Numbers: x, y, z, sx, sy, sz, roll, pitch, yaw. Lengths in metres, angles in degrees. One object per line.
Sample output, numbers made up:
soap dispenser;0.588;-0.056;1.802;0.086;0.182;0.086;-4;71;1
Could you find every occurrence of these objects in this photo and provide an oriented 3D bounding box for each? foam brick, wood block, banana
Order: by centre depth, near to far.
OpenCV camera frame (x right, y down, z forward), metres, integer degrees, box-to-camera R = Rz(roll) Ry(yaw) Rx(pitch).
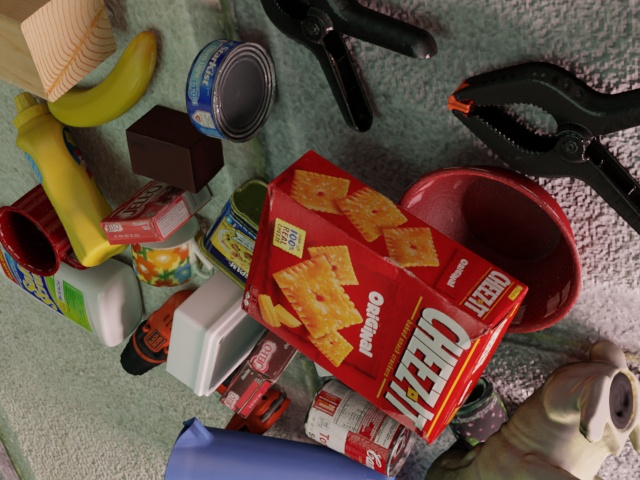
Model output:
wood block;-0.299;-0.216;0.983;0.206;0.090;0.090;25;146;28
foam brick;-0.138;-0.088;1.020;0.078;0.051;0.053;19;134;24
banana;-0.215;-0.148;1.039;0.198;0.037;0.069;-9;119;42

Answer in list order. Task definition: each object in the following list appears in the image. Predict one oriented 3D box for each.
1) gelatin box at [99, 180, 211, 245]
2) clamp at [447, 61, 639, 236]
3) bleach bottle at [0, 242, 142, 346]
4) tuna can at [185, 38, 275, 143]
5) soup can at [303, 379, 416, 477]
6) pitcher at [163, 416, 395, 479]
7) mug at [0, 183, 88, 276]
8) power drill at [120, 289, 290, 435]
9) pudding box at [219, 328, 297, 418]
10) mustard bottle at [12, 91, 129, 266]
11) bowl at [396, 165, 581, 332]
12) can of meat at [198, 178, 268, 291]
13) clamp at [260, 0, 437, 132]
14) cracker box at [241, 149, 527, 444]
gelatin box;-0.163;-0.030;1.057;0.073;0.089;0.030;-2;119;36
clamp;0.194;-0.083;0.771;0.210;0.036;0.165;27;138;18
bleach bottle;-0.331;0.034;1.273;0.251;0.068;0.102;22;135;26
tuna can;-0.076;-0.128;0.910;0.034;0.086;0.086;15;133;31
soup can;0.042;0.194;1.110;0.102;0.068;0.068;22;136;22
pitcher;-0.045;0.283;1.152;0.243;0.145;0.149;6;158;5
mug;-0.290;-0.014;1.181;0.117;0.081;0.093;35;139;9
power drill;-0.139;0.159;1.230;0.187;0.057;0.185;44;140;-3
pudding box;-0.050;0.114;1.078;0.039;0.113;0.090;37;140;0
mustard bottle;-0.266;-0.068;1.110;0.191;0.058;0.096;60;175;4
bowl;0.143;-0.004;0.867;0.162;0.055;0.162;22;135;23
can of meat;-0.057;0.001;1.030;0.102;0.057;0.084;40;138;2
clamp;0.005;-0.166;0.849;0.171;0.039;0.120;42;136;10
cracker box;0.042;0.049;0.891;0.214;0.072;0.164;34;138;16
